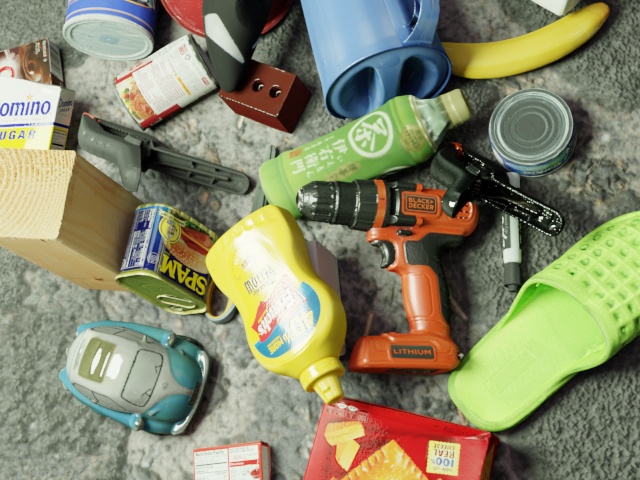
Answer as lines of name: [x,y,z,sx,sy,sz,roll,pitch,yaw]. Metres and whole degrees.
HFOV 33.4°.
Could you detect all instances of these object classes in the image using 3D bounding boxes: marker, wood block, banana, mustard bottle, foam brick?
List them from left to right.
wood block: [-0.247,-0.015,1.088,0.091,0.206,0.090,3,74,18]
foam brick: [-0.061,-0.158,1.161,0.078,0.051,0.053,22,81,21]
mustard bottle: [-0.030,0.067,0.991,0.096,0.058,0.192,-38,64,16]
marker: [0.189,-0.008,1.055,0.020,0.020,0.121,-3,72,16]
banana: [0.199,-0.203,1.104,0.198,0.037,0.069,-5,72,15]

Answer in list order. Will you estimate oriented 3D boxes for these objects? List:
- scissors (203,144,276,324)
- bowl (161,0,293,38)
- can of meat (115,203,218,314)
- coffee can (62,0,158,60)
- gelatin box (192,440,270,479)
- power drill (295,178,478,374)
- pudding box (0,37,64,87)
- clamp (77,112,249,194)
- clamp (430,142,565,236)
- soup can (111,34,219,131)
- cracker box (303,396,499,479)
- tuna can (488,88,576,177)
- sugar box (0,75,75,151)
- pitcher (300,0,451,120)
scissors: [-0.057,0.001,1.128,0.096,0.016,0.201,23,82,25]
bowl: [-0.104,-0.306,1.189,0.162,0.055,0.162,1,76,-5]
can of meat: [-0.155,0.019,1.103,0.058,0.102,0.084,-9,59,35]
coffee can: [-0.235,-0.292,1.228,0.103,0.102,0.140,-1,73,17]
gelatin box: [-0.086,0.247,1.054,0.073,0.030,0.089,-10,71,15]
power drill: [0.065,0.033,1.027,0.184,0.057,0.187,4,77,-13]
pudding box: [-0.349,-0.173,1.259,0.090,0.039,0.113,-13,70,13]
clamp: [-0.188,-0.092,1.158,0.210,0.164,0.036,31,109,44]
clamp: [0.144,-0.053,1.017,0.172,0.120,0.039,49,122,58]
soup can: [-0.172,-0.177,1.191,0.102,0.068,0.068,-30,67,6]
cracker box: [0.060,0.263,0.982,0.164,0.072,0.213,11,77,20]
tuna can: [0.213,-0.109,1.072,0.086,0.033,0.086,-5,72,15]
sugar box: [-0.340,-0.093,1.203,0.093,0.048,0.176,11,95,14]
pitcher: [0.045,-0.259,1.115,0.149,0.145,0.243,-22,65,13]
